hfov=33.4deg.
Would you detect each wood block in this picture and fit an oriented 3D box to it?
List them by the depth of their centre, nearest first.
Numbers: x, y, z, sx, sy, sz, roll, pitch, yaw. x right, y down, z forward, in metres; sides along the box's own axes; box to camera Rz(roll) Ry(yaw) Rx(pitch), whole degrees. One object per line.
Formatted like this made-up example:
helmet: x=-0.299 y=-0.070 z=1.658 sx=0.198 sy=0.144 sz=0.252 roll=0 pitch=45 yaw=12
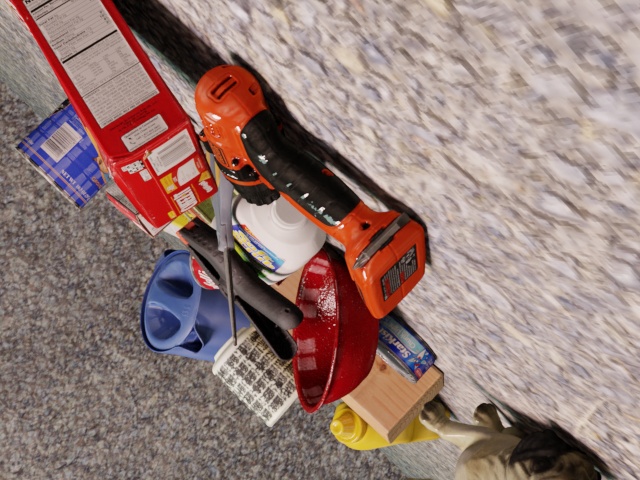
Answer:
wood block: x=0.030 y=0.120 z=1.192 sx=0.206 sy=0.090 sz=0.090 roll=42 pitch=171 yaw=17

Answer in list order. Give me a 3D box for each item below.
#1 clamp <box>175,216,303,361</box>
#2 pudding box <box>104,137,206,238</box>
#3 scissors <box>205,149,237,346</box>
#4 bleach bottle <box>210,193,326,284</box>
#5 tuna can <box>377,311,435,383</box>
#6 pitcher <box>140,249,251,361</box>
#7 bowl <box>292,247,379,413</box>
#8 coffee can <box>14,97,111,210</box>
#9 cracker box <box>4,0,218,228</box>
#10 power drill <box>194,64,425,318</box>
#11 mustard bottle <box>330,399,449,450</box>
clamp: x=-0.075 y=0.041 z=1.038 sx=0.171 sy=0.039 sz=0.120 roll=46 pitch=156 yaw=5
pudding box: x=-0.160 y=-0.062 z=1.117 sx=0.090 sy=0.113 sz=0.039 roll=33 pitch=163 yaw=51
scissors: x=-0.083 y=-0.015 z=0.955 sx=0.096 sy=0.016 sz=0.202 roll=115 pitch=148 yaw=-63
bleach bottle: x=-0.048 y=-0.017 z=1.000 sx=0.102 sy=0.068 sz=0.251 roll=46 pitch=169 yaw=0
tuna can: x=0.077 y=0.106 z=1.097 sx=0.086 sy=0.033 sz=0.086 roll=43 pitch=171 yaw=8
pitcher: x=-0.109 y=0.098 z=1.417 sx=0.242 sy=0.149 sz=0.145 roll=20 pitch=161 yaw=-39
bowl: x=0.017 y=0.089 z=1.047 sx=0.055 sy=0.162 sz=0.162 roll=5 pitch=-179 yaw=-15
coffee can: x=-0.265 y=-0.119 z=1.231 sx=0.103 sy=0.140 sz=0.103 roll=42 pitch=172 yaw=8
cracker box: x=-0.171 y=-0.129 z=0.837 sx=0.214 sy=0.072 sz=0.164 roll=56 pitch=174 yaw=14
power drill: x=-0.009 y=-0.028 z=0.774 sx=0.188 sy=0.057 sz=0.184 roll=41 pitch=171 yaw=18
mustard bottle: x=0.072 y=0.217 z=1.281 sx=0.096 sy=0.058 sz=0.191 roll=9 pitch=-178 yaw=35
